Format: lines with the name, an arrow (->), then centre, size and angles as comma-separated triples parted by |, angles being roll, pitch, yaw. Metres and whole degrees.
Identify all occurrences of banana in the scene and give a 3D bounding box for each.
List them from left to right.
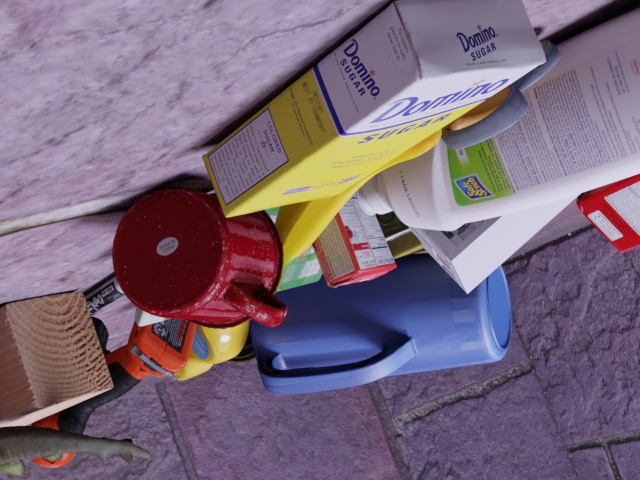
banana -> 0.018, -0.039, 0.689 | 0.037, 0.069, 0.198 | 9, 145, -28

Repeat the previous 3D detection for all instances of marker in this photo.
marker -> -0.196, 0.051, 0.947 | 0.020, 0.020, 0.121 | -15, 171, -42

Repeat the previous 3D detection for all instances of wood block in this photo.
wood block -> -0.293, 0.125, 0.934 | 0.206, 0.091, 0.090 | -25, 171, 32

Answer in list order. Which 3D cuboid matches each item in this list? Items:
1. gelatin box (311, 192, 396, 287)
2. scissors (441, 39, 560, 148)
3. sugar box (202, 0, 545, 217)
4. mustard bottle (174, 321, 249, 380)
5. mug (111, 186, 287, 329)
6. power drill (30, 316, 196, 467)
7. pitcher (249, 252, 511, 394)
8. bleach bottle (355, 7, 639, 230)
gelatin box -> 0.016, -0.012, 0.784 | 0.030, 0.089, 0.073 | -24, 173, 23
scissors -> 0.083, -0.087, 0.685 | 0.096, 0.016, 0.202 | -44, -164, -12
sugar box -> 0.023, -0.067, 0.563 | 0.093, 0.048, 0.177 | -15, 172, -40
mustard bottle -> -0.117, 0.077, 1.065 | 0.058, 0.096, 0.192 | -17, 172, -30
mug -> -0.072, 0.017, 0.682 | 0.093, 0.117, 0.081 | -53, 162, 7
power drill -> -0.194, 0.107, 1.009 | 0.188, 0.057, 0.184 | -38, -152, 29
pitcher -> 0.057, 0.081, 1.052 | 0.243, 0.149, 0.144 | -7, 162, 23
bleach bottle -> 0.129, -0.072, 0.703 | 0.251, 0.102, 0.068 | -18, -177, 34
